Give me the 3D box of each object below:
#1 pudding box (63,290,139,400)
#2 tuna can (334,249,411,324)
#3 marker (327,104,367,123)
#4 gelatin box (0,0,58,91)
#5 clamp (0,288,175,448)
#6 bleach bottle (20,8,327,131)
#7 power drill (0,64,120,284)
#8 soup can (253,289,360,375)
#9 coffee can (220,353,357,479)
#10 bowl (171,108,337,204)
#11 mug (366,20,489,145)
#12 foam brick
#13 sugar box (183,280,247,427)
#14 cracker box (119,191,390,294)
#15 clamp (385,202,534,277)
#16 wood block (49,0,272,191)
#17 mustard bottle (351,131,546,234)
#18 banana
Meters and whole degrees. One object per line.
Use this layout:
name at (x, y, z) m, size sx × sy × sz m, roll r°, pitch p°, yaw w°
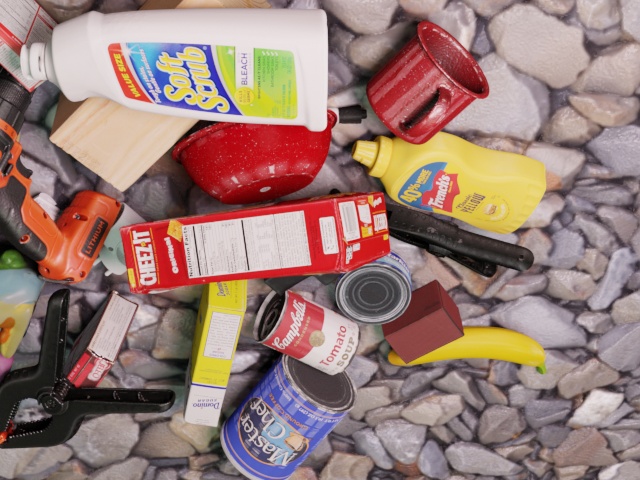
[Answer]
pudding box at (-0.245, 0.121, 1.160) m, size 0.039 × 0.113 × 0.090 m, roll 32°, pitch 119°, yaw -15°
tuna can at (0.057, 0.050, 1.172) m, size 0.086 × 0.033 × 0.086 m, roll 1°, pitch 123°, yaw 1°
marker at (-0.014, -0.121, 1.053) m, size 0.121 × 0.020 × 0.020 m, roll -3°, pitch 127°, yaw -1°
gelatin box at (-0.268, -0.184, 0.947) m, size 0.030 × 0.089 × 0.073 m, roll -32°, pitch 122°, yaw 20°
clamp at (-0.260, 0.161, 1.097) m, size 0.164 × 0.036 × 0.210 m, roll 41°, pitch 117°, yaw -10°
bleach bottle at (-0.120, -0.142, 0.891) m, size 0.251 × 0.068 × 0.102 m, roll -1°, pitch 127°, yaw -1°
power drill at (-0.277, -0.057, 1.022) m, size 0.057 × 0.184 × 0.187 m, roll 6°, pitch 154°, yaw 39°
soup can at (-0.015, 0.102, 1.189) m, size 0.102 × 0.068 × 0.069 m, roll 27°, pitch 120°, yaw -22°
coffee can at (-0.038, 0.202, 1.240) m, size 0.102 × 0.103 × 0.140 m, roll 26°, pitch 121°, yaw -21°
bowl at (-0.056, -0.073, 1.005) m, size 0.162 × 0.055 × 0.162 m, roll -13°, pitch 170°, yaw -3°
mug at (0.097, -0.136, 0.992) m, size 0.093 × 0.117 × 0.082 m, roll 34°, pitch 123°, yaw -24°
foam brick at (0.113, 0.092, 1.199) m, size 0.078 × 0.053 × 0.051 m, roll -28°, pitch 124°, yaw 17°
sugar box at (-0.118, 0.111, 1.174) m, size 0.048 × 0.093 × 0.176 m, roll 11°, pitch 125°, yaw -11°
cracker box at (-0.057, 0.001, 1.021) m, size 0.214 × 0.164 × 0.072 m, roll -7°, pitch 93°, yaw 19°
clamp at (0.132, 0.002, 1.126) m, size 0.171 × 0.039 × 0.120 m, roll 22°, pitch 165°, yaw 1°
wood block at (-0.145, -0.154, 0.976) m, size 0.206 × 0.091 × 0.090 m, roll -40°, pitch 120°, yaw 23°
mustard bottle at (0.123, -0.066, 1.076) m, size 0.191 × 0.058 × 0.096 m, roll 16°, pitch 145°, yaw -13°
banana at (0.180, 0.128, 1.240) m, size 0.197 × 0.037 × 0.070 m, roll 6°, pitch 126°, yaw -8°
